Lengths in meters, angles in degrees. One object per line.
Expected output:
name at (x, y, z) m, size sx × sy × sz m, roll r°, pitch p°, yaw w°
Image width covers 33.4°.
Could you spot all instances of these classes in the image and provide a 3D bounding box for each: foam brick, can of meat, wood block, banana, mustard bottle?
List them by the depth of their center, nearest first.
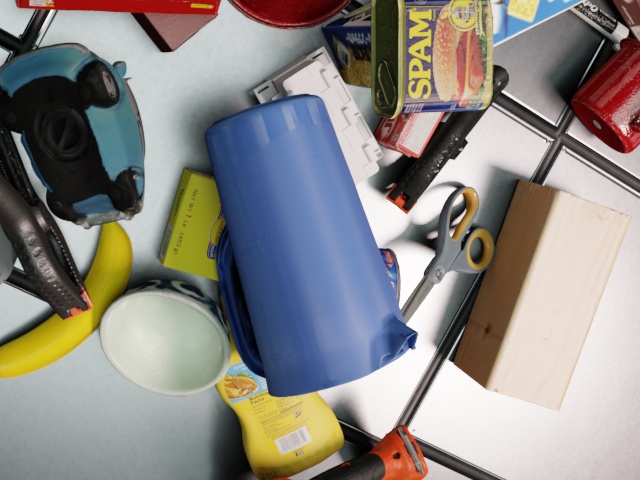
can of meat at (0.089, -0.151, 0.851) m, size 0.083 × 0.057 × 0.102 m, roll -5°, pitch 103°, yaw -18°
foam brick at (-0.130, -0.201, 0.934) m, size 0.053 × 0.078 × 0.051 m, roll -39°, pitch 107°, yaw -6°
banana at (-0.230, 0.060, 0.981) m, size 0.069 × 0.037 × 0.198 m, roll 36°, pitch 87°, yaw 8°
mustard bottle at (-0.053, 0.133, 1.033) m, size 0.096 × 0.058 × 0.191 m, roll -23°, pitch 107°, yaw -5°
wood block at (0.221, 0.053, 1.081) m, size 0.090 × 0.091 × 0.206 m, roll 18°, pitch 96°, yaw -18°

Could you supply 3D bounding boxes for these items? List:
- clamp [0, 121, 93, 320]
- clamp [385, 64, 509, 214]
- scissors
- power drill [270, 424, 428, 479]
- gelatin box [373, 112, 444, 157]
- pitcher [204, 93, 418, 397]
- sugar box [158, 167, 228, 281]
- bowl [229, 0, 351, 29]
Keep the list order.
clamp at (-0.251, -0.018, 0.897) m, size 0.036 × 0.164 × 0.210 m, roll -22°, pitch 111°, yaw 1°
clamp at (0.124, -0.100, 1.013) m, size 0.039 × 0.120 × 0.171 m, roll 35°, pitch 92°, yaw 7°
scissors at (0.123, 0.038, 1.041) m, size 0.096 × 0.016 × 0.201 m, roll 45°, pitch 56°, yaw -34°
power drill at (0.001, 0.253, 1.040) m, size 0.187 × 0.185 × 0.057 m, roll -19°, pitch 71°, yaw -27°
gelatin box at (0.090, -0.125, 1.016) m, size 0.030 × 0.073 × 0.089 m, roll 28°, pitch 93°, yaw -19°
pitcher at (-0.023, 0.006, 0.921) m, size 0.149 × 0.145 × 0.243 m, roll -17°, pitch 91°, yaw -5°
sugar box at (-0.057, 0.001, 1.013) m, size 0.176 × 0.048 × 0.093 m, roll 16°, pitch 96°, yaw -17°
bowl at (-0.021, -0.273, 0.964) m, size 0.162 × 0.055 × 0.162 m, roll -3°, pitch 101°, yaw -16°
